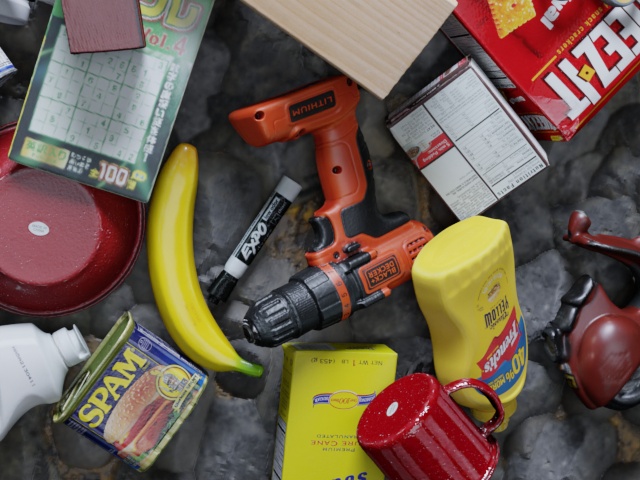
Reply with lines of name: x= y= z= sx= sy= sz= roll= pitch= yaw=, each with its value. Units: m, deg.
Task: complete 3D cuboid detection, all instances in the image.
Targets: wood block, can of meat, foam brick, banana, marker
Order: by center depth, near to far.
foam brick: x=-0.152 y=-0.169 z=0.740 sx=0.051 sy=0.053 sz=0.078 roll=-9 pitch=101 yaw=-6
wood block: x=-0.012 y=-0.205 z=0.776 sx=0.206 sy=0.090 sz=0.091 roll=33 pitch=111 yaw=-14
can of meat: x=-0.151 y=0.124 z=0.861 sx=0.084 sy=0.057 sz=0.102 roll=37 pitch=88 yaw=-16
banana: x=-0.105 y=0.024 z=0.861 sx=0.069 sy=0.037 sz=0.198 roll=-18 pitch=91 yaw=0
marker: x=-0.056 y=0.001 z=0.883 sx=0.020 sy=0.020 sz=0.121 roll=34 pitch=89 yaw=-13

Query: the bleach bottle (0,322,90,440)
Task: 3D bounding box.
bleach bottle: x=-0.295 y=0.144 z=0.832 sx=0.250 sy=0.068 sz=0.102 roll=-27 pitch=102 yaw=-9

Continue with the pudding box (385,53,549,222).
pudding box: x=0.121 y=-0.082 z=0.885 sx=0.090 sy=0.039 sz=0.113 roll=-36 pitch=105 yaw=17

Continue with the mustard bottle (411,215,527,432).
mustard bottle: x=0.133 y=0.083 z=0.896 sx=0.096 sy=0.058 sz=0.191 roll=-38 pitch=125 yaw=-36

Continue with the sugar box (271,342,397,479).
sugar box: x=0.009 y=0.176 z=0.904 sx=0.093 sy=0.048 sz=0.176 roll=3 pitch=95 yaw=-15

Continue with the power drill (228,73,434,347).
power drill: x=-0.006 y=-0.026 z=0.851 sx=0.184 sy=0.057 sz=0.187 roll=-26 pitch=105 yaw=-28

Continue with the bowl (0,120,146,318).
bowl: x=-0.216 y=-0.014 z=0.831 sx=0.162 sy=0.055 sz=0.162 roll=-1 pitch=97 yaw=-11

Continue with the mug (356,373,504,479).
mug: x=0.092 y=0.155 z=0.855 sx=0.117 sy=0.093 sz=0.081 roll=-36 pitch=108 yaw=11

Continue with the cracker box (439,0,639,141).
cracker box: x=0.181 y=-0.212 z=0.877 sx=0.164 sy=0.072 sz=0.213 roll=-45 pitch=104 yaw=-3
